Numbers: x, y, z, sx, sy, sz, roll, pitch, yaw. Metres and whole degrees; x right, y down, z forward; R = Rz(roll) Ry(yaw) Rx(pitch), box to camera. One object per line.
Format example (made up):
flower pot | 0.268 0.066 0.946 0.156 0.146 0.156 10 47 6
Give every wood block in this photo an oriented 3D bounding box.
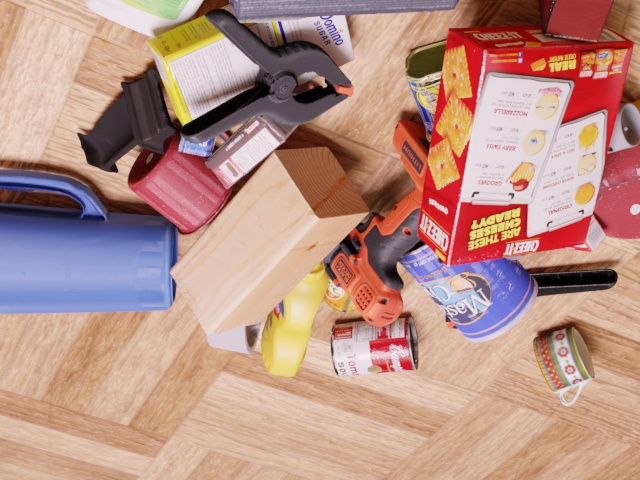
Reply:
wood block | -0.057 0.002 1.134 0.090 0.090 0.206 -9 150 -51

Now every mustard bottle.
mustard bottle | -0.028 0.072 1.269 0.058 0.096 0.192 10 138 -7

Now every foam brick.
foam brick | 0.224 -0.222 0.943 0.053 0.078 0.051 7 138 -1

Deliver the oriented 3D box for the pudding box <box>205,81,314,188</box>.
pudding box | -0.054 -0.109 1.059 0.039 0.113 0.090 48 126 -6

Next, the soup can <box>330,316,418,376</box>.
soup can | 0.069 0.135 1.355 0.102 0.068 0.068 -7 137 12

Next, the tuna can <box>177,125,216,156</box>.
tuna can | -0.118 -0.127 1.063 0.033 0.086 0.086 11 137 -10

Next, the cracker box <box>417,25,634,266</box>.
cracker box | 0.187 -0.093 1.002 0.164 0.072 0.214 -8 122 -24

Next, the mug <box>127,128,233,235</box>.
mug | -0.142 -0.074 1.131 0.081 0.093 0.117 39 97 -27

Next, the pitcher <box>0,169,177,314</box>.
pitcher | -0.286 0.013 1.209 0.242 0.145 0.149 2 158 -3

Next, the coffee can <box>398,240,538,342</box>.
coffee can | 0.158 0.029 1.180 0.103 0.102 0.140 -30 112 31

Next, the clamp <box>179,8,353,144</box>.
clamp | -0.044 -0.151 0.954 0.171 0.039 0.120 -13 131 -33

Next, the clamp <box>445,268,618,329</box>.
clamp | 0.234 0.052 1.270 0.164 0.036 0.210 31 132 -16

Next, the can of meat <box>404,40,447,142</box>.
can of meat | 0.140 -0.151 1.043 0.102 0.057 0.084 -13 132 17

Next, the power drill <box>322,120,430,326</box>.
power drill | 0.065 -0.031 1.126 0.057 0.185 0.188 8 125 -41

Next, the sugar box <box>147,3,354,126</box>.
sugar box | -0.061 -0.176 0.984 0.176 0.048 0.093 -27 137 -11
